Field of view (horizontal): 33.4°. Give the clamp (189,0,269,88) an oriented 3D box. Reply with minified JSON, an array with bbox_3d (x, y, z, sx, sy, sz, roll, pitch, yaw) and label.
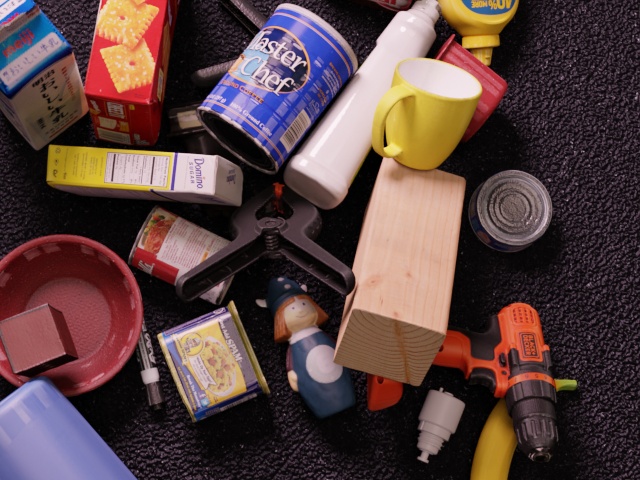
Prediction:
[{"bbox_3d":[-0.057,-0.197,1.154,0.171,0.039,0.120,22,81,-2],"label":"clamp"}]

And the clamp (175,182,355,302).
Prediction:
[{"bbox_3d":[-0.057,0.001,1.047,0.164,0.210,0.036,-5,118,-2],"label":"clamp"}]

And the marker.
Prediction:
[{"bbox_3d":[-0.180,0.115,1.094,0.020,0.020,0.121,-14,81,-8],"label":"marker"}]

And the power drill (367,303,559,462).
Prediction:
[{"bbox_3d":[0.141,0.137,1.068,0.187,0.057,0.184,5,43,-4],"label":"power drill"}]

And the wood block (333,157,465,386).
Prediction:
[{"bbox_3d":[0.081,0.026,1.054,0.090,0.091,0.206,16,48,-2],"label":"wood block"}]

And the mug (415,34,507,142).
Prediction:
[{"bbox_3d":[0.138,-0.149,1.140,0.081,0.093,0.117,37,77,-3],"label":"mug"}]

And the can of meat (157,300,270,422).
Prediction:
[{"bbox_3d":[-0.108,0.124,1.080,0.084,0.057,0.102,-22,82,-7],"label":"can of meat"}]

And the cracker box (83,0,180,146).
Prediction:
[{"bbox_3d":[-0.182,-0.218,1.082,0.072,0.164,0.213,10,79,-6],"label":"cracker box"}]

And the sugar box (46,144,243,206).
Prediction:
[{"bbox_3d":[-0.173,-0.065,1.065,0.176,0.093,0.048,2,86,12],"label":"sugar box"}]

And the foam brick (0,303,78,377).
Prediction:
[{"bbox_3d":[-0.265,0.095,1.002,0.053,0.078,0.051,-22,83,-7],"label":"foam brick"}]

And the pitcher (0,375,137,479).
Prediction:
[{"bbox_3d":[-0.235,0.255,0.993,0.149,0.145,0.243,-38,94,-17],"label":"pitcher"}]

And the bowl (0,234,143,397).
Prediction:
[{"bbox_3d":[-0.258,0.078,1.074,0.162,0.055,0.162,1,79,-5],"label":"bowl"}]

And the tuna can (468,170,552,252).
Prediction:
[{"bbox_3d":[0.205,-0.032,1.152,0.086,0.034,0.086,1,79,-6],"label":"tuna can"}]

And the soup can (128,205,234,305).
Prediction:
[{"bbox_3d":[-0.136,0.016,1.092,0.102,0.068,0.068,25,78,-1],"label":"soup can"}]

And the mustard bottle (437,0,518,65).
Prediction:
[{"bbox_3d":[0.172,-0.287,1.167,0.096,0.058,0.191,-10,102,-27],"label":"mustard bottle"}]

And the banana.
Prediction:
[{"bbox_3d":[0.197,0.214,1.103,0.069,0.037,0.197,31,78,2],"label":"banana"}]

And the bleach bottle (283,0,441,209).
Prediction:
[{"bbox_3d":[0.055,-0.155,1.124,0.068,0.103,0.250,33,79,-3],"label":"bleach bottle"}]

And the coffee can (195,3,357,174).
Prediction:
[{"bbox_3d":[-0.044,-0.153,1.079,0.103,0.103,0.140,36,78,2],"label":"coffee can"}]
